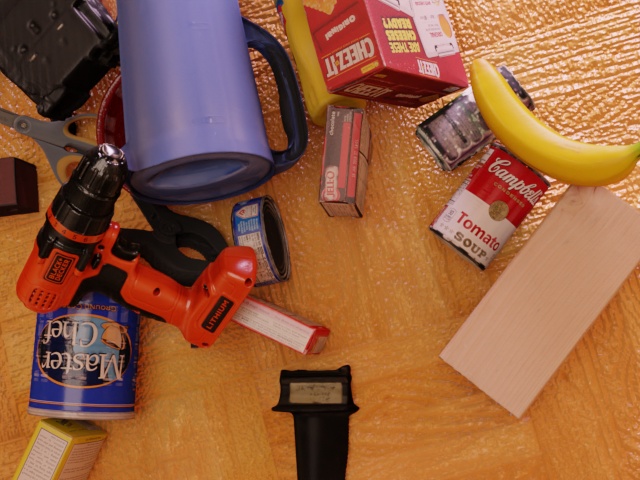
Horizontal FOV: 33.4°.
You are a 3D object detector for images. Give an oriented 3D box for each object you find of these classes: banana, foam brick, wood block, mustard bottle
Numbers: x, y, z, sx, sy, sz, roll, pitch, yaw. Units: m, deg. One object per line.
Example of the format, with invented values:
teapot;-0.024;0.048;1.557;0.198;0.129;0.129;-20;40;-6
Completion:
banana;0.199;-0.095;0.934;0.198;0.037;0.069;32;92;34
foam brick;-0.338;-0.053;1.101;0.078;0.053;0.051;-6;83;11
wood block;0.206;0.052;0.965;0.091;0.090;0.206;37;91;12
mustard bottle;-0.011;-0.211;1.033;0.058;0.096;0.191;-19;80;4

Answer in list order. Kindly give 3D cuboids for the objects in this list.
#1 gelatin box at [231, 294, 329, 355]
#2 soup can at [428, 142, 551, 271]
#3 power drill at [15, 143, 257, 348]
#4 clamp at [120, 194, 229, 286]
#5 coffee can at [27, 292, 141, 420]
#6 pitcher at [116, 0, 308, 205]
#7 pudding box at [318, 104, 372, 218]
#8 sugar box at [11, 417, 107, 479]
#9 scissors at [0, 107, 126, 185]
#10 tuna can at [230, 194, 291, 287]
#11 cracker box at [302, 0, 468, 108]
gelatin box;-0.041;0.080;1.018;0.089;0.073;0.030;24;89;12
soup can;0.157;-0.031;0.995;0.068;0.068;0.102;38;92;12
power drill;-0.154;0.012;0.938;0.187;0.057;0.185;22;126;-20
clamp;-0.162;0.001;1.043;0.171;0.039;0.120;33;54;13
coffee can;-0.226;0.100;1.036;0.103;0.102;0.140;2;84;11
pitcher;-0.114;-0.162;0.984;0.145;0.149;0.243;-16;74;24
pudding box;0.023;-0.071;1.002;0.039;0.113;0.090;6;85;8
sugar box;-0.274;0.258;1.032;0.048;0.093;0.176;27;89;13
scissors;-0.295;-0.097;1.086;0.201;0.016;0.096;6;99;-5
tuna can;-0.057;0.001;1.024;0.034;0.086;0.086;-13;81;11
cracker box;0.045;-0.237;0.989;0.072;0.163;0.214;-21;79;33
